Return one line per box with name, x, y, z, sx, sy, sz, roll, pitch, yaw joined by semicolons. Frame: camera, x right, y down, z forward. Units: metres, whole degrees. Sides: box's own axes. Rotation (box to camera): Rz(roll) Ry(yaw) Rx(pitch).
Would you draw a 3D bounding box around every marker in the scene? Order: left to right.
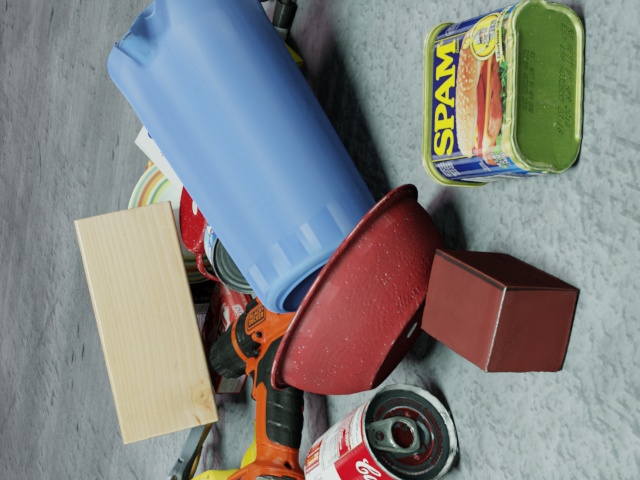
marker;-0.046;-0.169;0.991;0.020;0.020;0.121;57;137;51

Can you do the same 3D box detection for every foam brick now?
foam brick;0.103;0.040;0.623;0.078;0.052;0.051;-147;63;-62

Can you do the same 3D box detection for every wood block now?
wood block;-0.163;0.074;1.002;0.090;0.090;0.206;167;90;-80

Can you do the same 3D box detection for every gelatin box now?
gelatin box;-0.089;0.092;1.035;0.073;0.030;0.089;61;140;47

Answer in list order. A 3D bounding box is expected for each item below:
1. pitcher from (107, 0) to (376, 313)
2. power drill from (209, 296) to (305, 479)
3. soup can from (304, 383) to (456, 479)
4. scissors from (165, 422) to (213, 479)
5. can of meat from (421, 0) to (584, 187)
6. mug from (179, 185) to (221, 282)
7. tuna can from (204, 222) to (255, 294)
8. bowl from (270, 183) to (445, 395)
pitcher;-0.044;-0.070;0.815;0.243;0.149;0.145;58;161;18
power drill;-0.052;0.137;0.881;0.185;0.057;0.187;-39;40;52
soup can;0.038;0.147;0.726;0.102;0.068;0.068;131;136;-52
scissors;-0.139;0.235;1.021;0.201;0.016;0.096;-65;-7;-55
can of meat;0.107;-0.084;0.627;0.084;0.057;0.102;-2;86;61
mug;-0.081;-0.016;0.974;0.093;0.081;0.117;51;131;54
tuna can;-0.056;0.001;0.916;0.034;0.086;0.086;-126;46;-54
bowl;0.037;0.044;0.694;0.055;0.161;0.162;34;127;14
